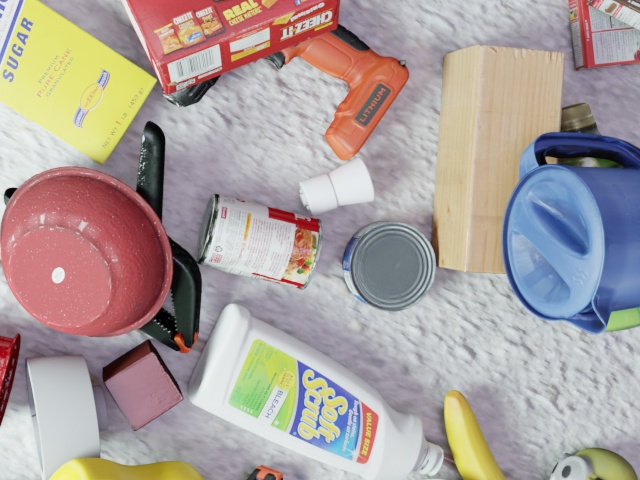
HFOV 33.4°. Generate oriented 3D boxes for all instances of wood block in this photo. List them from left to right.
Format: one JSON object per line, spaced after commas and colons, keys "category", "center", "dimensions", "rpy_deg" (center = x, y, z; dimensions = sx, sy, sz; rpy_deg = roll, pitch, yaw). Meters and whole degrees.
{"category": "wood block", "center": [0.166, -0.074, 1.010], "dimensions": [0.090, 0.090, 0.206], "rpy_deg": [3, 92, -15]}

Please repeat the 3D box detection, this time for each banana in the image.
{"category": "banana", "center": [0.172, 0.237, 1.038], "dimensions": [0.037, 0.070, 0.198], "rpy_deg": [-25, 75, -38]}

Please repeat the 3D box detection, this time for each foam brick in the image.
{"category": "foam brick", "center": [-0.159, 0.127, 0.951], "dimensions": [0.051, 0.078, 0.053], "rpy_deg": [-32, 100, -8]}

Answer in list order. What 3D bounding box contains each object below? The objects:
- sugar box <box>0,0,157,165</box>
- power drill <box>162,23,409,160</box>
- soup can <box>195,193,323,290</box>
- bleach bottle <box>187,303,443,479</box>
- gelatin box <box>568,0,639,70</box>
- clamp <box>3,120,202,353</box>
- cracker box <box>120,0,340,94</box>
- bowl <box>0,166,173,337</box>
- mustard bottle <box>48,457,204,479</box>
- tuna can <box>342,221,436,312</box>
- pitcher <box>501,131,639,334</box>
{"category": "sugar box", "center": [-0.241, -0.151, 0.931], "dimensions": [0.176, 0.048, 0.093], "rpy_deg": [32, 87, -14]}
{"category": "power drill", "center": [-0.028, -0.157, 0.975], "dimensions": [0.187, 0.057, 0.184], "rpy_deg": [37, 85, -13]}
{"category": "soup can", "center": [-0.056, 0.001, 0.973], "dimensions": [0.102, 0.068, 0.068], "rpy_deg": [14, 90, -13]}
{"category": "bleach bottle", "center": [0.007, 0.155, 1.002], "dimensions": [0.250, 0.068, 0.102], "rpy_deg": [26, 88, -16]}
{"category": "gelatin box", "center": [0.295, -0.210, 1.062], "dimensions": [0.089, 0.030, 0.073], "rpy_deg": [-8, 94, -13]}
{"category": "clamp", "center": [-0.159, 0.005, 0.939], "dimensions": [0.165, 0.036, 0.210], "rpy_deg": [-29, 106, 23]}
{"category": "cracker box", "center": [-0.101, -0.250, 0.907], "dimensions": [0.164, 0.072, 0.214], "rpy_deg": [-24, 74, -9]}
{"category": "bowl", "center": [-0.210, 0.021, 0.906], "dimensions": [0.162, 0.055, 0.162], "rpy_deg": [5, 112, 12]}
{"category": "mustard bottle", "center": [-0.154, 0.237, 0.939], "dimensions": [0.191, 0.058, 0.096], "rpy_deg": [14, 112, -46]}
{"category": "tuna can", "center": [0.065, 0.024, 1.020], "dimensions": [0.086, 0.034, 0.086], "rpy_deg": [-1, 93, -13]}
{"category": "pitcher", "center": [0.290, -0.012, 0.953], "dimensions": [0.242, 0.145, 0.149], "rpy_deg": [-3, 107, -28]}
